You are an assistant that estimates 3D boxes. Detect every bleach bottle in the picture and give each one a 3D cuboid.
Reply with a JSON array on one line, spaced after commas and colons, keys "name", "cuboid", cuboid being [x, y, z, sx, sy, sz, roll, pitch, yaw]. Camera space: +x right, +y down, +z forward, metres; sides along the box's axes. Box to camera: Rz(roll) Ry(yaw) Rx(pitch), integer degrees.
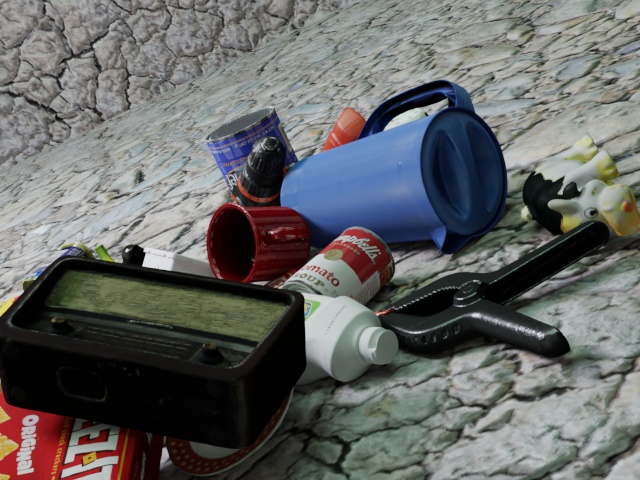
[{"name": "bleach bottle", "cuboid": [-0.039, 0.093, 0.964, 0.251, 0.068, 0.102, 1, 50, 44]}]

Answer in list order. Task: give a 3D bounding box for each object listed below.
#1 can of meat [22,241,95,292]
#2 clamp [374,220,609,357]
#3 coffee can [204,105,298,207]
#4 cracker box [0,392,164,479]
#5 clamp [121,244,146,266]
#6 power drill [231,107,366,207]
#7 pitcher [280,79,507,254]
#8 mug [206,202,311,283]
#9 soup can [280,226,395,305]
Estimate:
[{"name": "can of meat", "cuboid": [-0.318, 0.067, 1.352, 0.058, 0.102, 0.083, -11, 24, 39]}, {"name": "clamp", "cuboid": [0.139, 0.048, 0.896, 0.210, 0.036, 0.164, -12, 27, 42]}, {"name": "coffee can", "cuboid": [-0.078, -0.094, 1.422, 0.103, 0.140, 0.103, -23, 18, 8]}, {"name": "cracker box", "cuboid": [-0.240, 0.188, 0.844, 0.214, 0.072, 0.164, -10, 29, 3]}, {"name": "clamp", "cuboid": [-0.210, 0.030, 1.326, 0.172, 0.120, 0.039, -1, 65, 59]}, {"name": "power drill", "cuboid": [-0.024, -0.093, 1.306, 0.187, 0.057, 0.185, -30, -19, -28]}, {"name": "pitcher", "cuboid": [0.072, -0.067, 1.155, 0.243, 0.145, 0.149, -9, 27, 48]}, {"name": "mug", "cuboid": [-0.058, 0.001, 1.155, 0.081, 0.093, 0.117, -3, -11, -41]}, {"name": "soup can", "cuboid": [0.016, 0.041, 1.035, 0.069, 0.068, 0.102, -5, 27, 47]}]
